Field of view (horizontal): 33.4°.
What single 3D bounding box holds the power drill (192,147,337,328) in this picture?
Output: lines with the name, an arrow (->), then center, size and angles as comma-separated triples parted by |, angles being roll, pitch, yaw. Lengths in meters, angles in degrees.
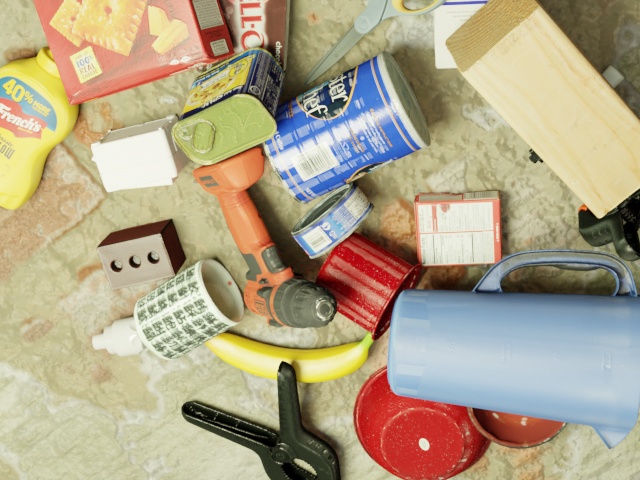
power drill -> -0.057, 0.001, 1.083 | 0.057, 0.185, 0.187 | -25, 101, -22

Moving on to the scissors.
scissors -> 0.041, -0.232, 1.034 | 0.202, 0.016, 0.096 | -22, 95, 34

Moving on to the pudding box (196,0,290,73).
pudding box -> -0.076, -0.221, 1.061 | 0.090, 0.039, 0.113 | 5, 112, 6

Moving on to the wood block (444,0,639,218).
wood block -> 0.220, -0.130, 0.990 | 0.090, 0.091, 0.206 | -41, 115, 17

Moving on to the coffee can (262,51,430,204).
coffee can -> 0.024, -0.110, 1.055 | 0.140, 0.102, 0.103 | -25, 105, 16

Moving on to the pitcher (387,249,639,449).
pitcher -> 0.193, 0.099, 1.049 | 0.243, 0.149, 0.145 | 5, 132, 12

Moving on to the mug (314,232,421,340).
mug -> 0.047, 0.050, 1.124 | 0.081, 0.093, 0.117 | 32, 158, 15

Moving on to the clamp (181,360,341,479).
clamp -> -0.052, 0.234, 1.225 | 0.165, 0.036, 0.210 | -19, 117, 30

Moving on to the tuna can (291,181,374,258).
tuna can -> 0.012, -0.022, 1.100 | 0.086, 0.086, 0.033 | -37, 100, 19

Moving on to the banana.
banana -> -0.030, 0.127, 1.189 | 0.198, 0.037, 0.069 | -3, 113, 12

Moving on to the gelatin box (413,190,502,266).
gelatin box -> 0.144, -0.012, 1.115 | 0.089, 0.030, 0.073 | -2, 112, 9

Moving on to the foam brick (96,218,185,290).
foam brick -> -0.195, 0.015, 1.162 | 0.078, 0.051, 0.053 | -13, 108, 13

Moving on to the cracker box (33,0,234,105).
cracker box -> -0.196, -0.255, 1.024 | 0.164, 0.072, 0.214 | -13, 102, 23

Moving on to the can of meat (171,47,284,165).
can of meat -> -0.087, -0.132, 1.036 | 0.102, 0.084, 0.057 | -21, 128, 27

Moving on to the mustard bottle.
mustard bottle -> -0.309, -0.131, 1.120 | 0.096, 0.058, 0.192 | 37, 111, -1

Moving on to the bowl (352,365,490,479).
bowl -> 0.114, 0.213, 1.192 | 0.162, 0.055, 0.162 | 3, 111, 7
